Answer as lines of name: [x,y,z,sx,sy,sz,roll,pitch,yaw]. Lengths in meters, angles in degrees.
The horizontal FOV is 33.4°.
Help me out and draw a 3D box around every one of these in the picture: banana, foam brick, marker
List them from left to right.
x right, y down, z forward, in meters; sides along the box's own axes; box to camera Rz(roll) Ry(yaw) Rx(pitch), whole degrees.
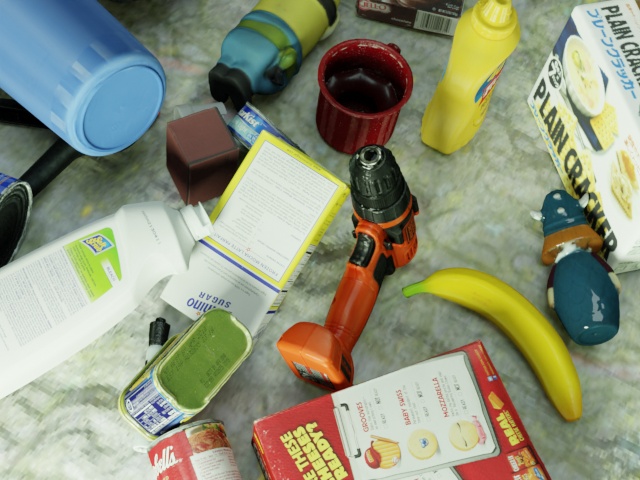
marker: [-0.147,0.124,0.931,0.020,0.020,0.121,6,62,-4]
foam brick: [-0.112,-0.078,1.007,0.053,0.078,0.051,-22,67,-19]
banana: [0.172,0.082,0.985,0.198,0.037,0.069,37,87,14]

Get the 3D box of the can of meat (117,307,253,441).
can of meat: [-0.111,0.110,0.892,0.057,0.084,0.102,44,53,-4]

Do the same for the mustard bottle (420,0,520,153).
mustard bottle: [0.148,-0.169,1.020,0.058,0.192,0.096,31,63,9]

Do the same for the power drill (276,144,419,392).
power drill: [0.029,0.028,0.920,0.057,0.184,0.187,20,70,21]

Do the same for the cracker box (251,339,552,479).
cracker box: [0.070,0.197,0.891,0.213,0.072,0.164,-18,66,-14]

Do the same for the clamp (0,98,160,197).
clamp: [-0.243,-0.116,1.034,0.171,0.039,0.120,-27,70,-23]

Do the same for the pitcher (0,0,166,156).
pitcher: [-0.249,-0.186,0.997,0.149,0.145,0.243,-40,62,-18]

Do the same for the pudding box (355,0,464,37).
pudding box: [0.102,-0.274,1.155,0.113,0.039,0.090,15,62,1]

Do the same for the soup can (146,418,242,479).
soup can: [-0.094,0.206,0.868,0.068,0.068,0.102,-17,67,-15]

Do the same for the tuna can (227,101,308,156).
tuna can: [-0.049,-0.091,1.015,0.086,0.086,0.034,42,91,14]

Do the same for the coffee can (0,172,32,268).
coffee can: [-0.341,-0.029,0.939,0.140,0.103,0.102,21,62,4]

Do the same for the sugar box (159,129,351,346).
sugar box: [-0.056,0.001,0.950,0.093,0.048,0.176,34,96,10]

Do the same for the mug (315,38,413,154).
mug: [0.045,-0.147,1.058,0.093,0.081,0.117,28,63,8]

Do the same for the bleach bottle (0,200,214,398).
bleach bottle: [-0.203,0.045,0.907,0.250,0.068,0.102,-28,77,-6]
